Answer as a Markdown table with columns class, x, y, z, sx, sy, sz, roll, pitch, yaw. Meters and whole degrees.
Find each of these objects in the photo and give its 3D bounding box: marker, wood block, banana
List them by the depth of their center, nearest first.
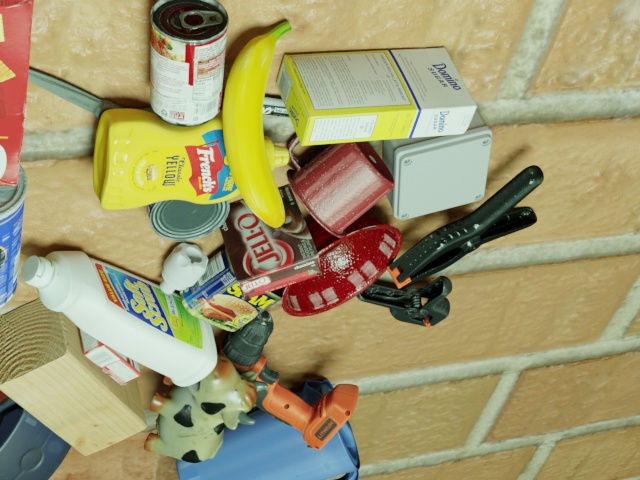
| class | x | y | z | sx | sy | sz | roll | pitch | yaw |
| --- | --- | --- | --- | --- | --- | --- | --- | --- | --- |
| banana | -0.059 | -0.104 | 1.001 | 0.069 | 0.037 | 0.198 | -4 | 108 | -25 |
| marker | -0.067 | -0.135 | 1.054 | 0.120 | 0.020 | 0.020 | 4 | 136 | -29 |
| wood block | -0.293 | 0.161 | 1.252 | 0.090 | 0.091 | 0.206 | -25 | 143 | 4 |

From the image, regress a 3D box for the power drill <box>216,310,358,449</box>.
| class | x | y | z | sx | sy | sz | roll | pitch | yaw |
| --- | --- | --- | --- | --- | --- | --- | --- | --- | --- |
| power drill | -0.049 | 0.178 | 1.357 | 0.187 | 0.057 | 0.185 | 29 | 132 | -7 |

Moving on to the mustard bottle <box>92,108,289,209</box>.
| class | x | y | z | sx | sy | sz | roll | pitch | yaw |
| --- | --- | --- | --- | --- | --- | --- | --- | --- | --- |
| mustard bottle | -0.120 | -0.080 | 1.037 | 0.191 | 0.058 | 0.096 | -4 | 123 | -27 |

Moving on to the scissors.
| class | x | y | z | sx | sy | sz | roll | pitch | yaw |
| --- | --- | --- | --- | --- | --- | --- | --- | --- | --- |
| scissors | -0.207 | -0.108 | 1.022 | 0.201 | 0.016 | 0.096 | 9 | 131 | -34 |

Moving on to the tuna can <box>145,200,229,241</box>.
| class | x | y | z | sx | sy | sz | roll | pitch | yaw |
| --- | --- | --- | --- | --- | --- | --- | --- | --- | --- |
| tuna can | -0.141 | -0.039 | 1.124 | 0.086 | 0.034 | 0.086 | -13 | 142 | -11 |

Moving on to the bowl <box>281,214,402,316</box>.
| class | x | y | z | sx | sy | sz | roll | pitch | yaw |
| --- | --- | --- | --- | --- | --- | --- | --- | --- | --- |
| bowl | 0.013 | 0.018 | 1.234 | 0.162 | 0.055 | 0.162 | -26 | 153 | -15 |

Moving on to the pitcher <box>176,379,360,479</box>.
| class | x | y | z | sx | sy | sz | roll | pitch | yaw |
| --- | --- | --- | --- | --- | --- | --- | --- | --- | --- |
| pitcher | -0.070 | 0.307 | 1.505 | 0.243 | 0.149 | 0.145 | -22 | 161 | 7 |

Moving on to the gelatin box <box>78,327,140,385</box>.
| class | x | y | z | sx | sy | sz | roll | pitch | yaw |
| --- | --- | --- | --- | --- | --- | --- | --- | --- | --- |
| gelatin box | -0.246 | 0.117 | 1.234 | 0.030 | 0.073 | 0.089 | -26 | 143 | 6 |

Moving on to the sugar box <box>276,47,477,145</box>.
| class | x | y | z | sx | sy | sz | roll | pitch | yaw |
| --- | --- | --- | --- | --- | --- | --- | --- | --- | --- |
| sugar box | 0.054 | -0.142 | 1.043 | 0.176 | 0.093 | 0.048 | -4 | 140 | -21 |

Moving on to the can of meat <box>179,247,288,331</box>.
| class | x | y | z | sx | sy | sz | roll | pitch | yaw |
| --- | --- | --- | --- | --- | --- | --- | --- | --- | --- |
| can of meat | -0.103 | 0.056 | 1.243 | 0.084 | 0.057 | 0.102 | -35 | 141 | 21 |

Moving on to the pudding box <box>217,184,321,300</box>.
| class | x | y | z | sx | sy | sz | roll | pitch | yaw |
| --- | --- | --- | --- | --- | --- | --- | --- | --- | --- |
| pudding box | -0.057 | 0.001 | 1.149 | 0.090 | 0.113 | 0.039 | -18 | 138 | -6 |

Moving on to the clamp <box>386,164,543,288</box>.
| class | x | y | z | sx | sy | sz | roll | pitch | yaw |
| --- | --- | --- | --- | --- | --- | --- | --- | --- | --- |
| clamp | 0.178 | -0.006 | 1.277 | 0.210 | 0.036 | 0.164 | -33 | 160 | 5 |

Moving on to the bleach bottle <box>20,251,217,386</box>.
| class | x | y | z | sx | sy | sz | roll | pitch | yaw |
| --- | --- | --- | --- | --- | --- | --- | --- | --- | --- |
| bleach bottle | -0.222 | 0.079 | 1.174 | 0.068 | 0.102 | 0.250 | -33 | 142 | 22 |

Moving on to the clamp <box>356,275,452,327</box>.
| class | x | y | z | sx | sy | sz | roll | pitch | yaw |
| --- | --- | --- | --- | --- | --- | --- | --- | --- | --- |
| clamp | 0.130 | 0.078 | 1.365 | 0.120 | 0.039 | 0.171 | -2 | 165 | 27 |

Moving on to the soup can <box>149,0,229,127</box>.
| class | x | y | z | sx | sy | sz | roll | pitch | yaw |
| --- | --- | --- | --- | --- | --- | --- | --- | --- | --- |
| soup can | -0.119 | -0.161 | 0.958 | 0.068 | 0.068 | 0.102 | -9 | 141 | -17 |

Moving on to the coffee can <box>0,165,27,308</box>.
| class | x | y | z | sx | sy | sz | roll | pitch | yaw |
| --- | --- | --- | --- | --- | --- | --- | --- | --- | --- |
| coffee can | -0.335 | -0.009 | 1.012 | 0.102 | 0.103 | 0.140 | -3 | 140 | -23 |

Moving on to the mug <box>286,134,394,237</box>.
| class | x | y | z | sx | sy | sz | roll | pitch | yaw |
| --- | --- | --- | --- | --- | --- | --- | --- | --- | --- |
| mug | 0.016 | -0.072 | 1.128 | 0.081 | 0.093 | 0.117 | -39 | 103 | 15 |
